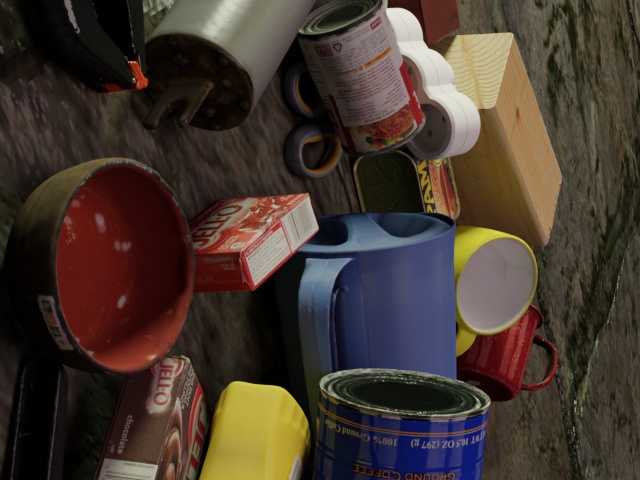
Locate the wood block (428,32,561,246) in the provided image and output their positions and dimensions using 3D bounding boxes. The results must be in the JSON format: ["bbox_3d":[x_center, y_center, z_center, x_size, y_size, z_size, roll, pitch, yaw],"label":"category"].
[{"bbox_3d":[0.157,-0.089,1.004,0.206,0.090,0.090,57,43,-47],"label":"wood block"}]

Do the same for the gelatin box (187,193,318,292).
[{"bbox_3d":[-0.054,0.001,0.667,0.089,0.073,0.030,-43,123,-51],"label":"gelatin box"}]

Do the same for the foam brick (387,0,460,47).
[{"bbox_3d":[0.082,-0.199,0.933,0.078,0.051,0.053,-38,122,-54],"label":"foam brick"}]

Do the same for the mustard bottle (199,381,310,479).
[{"bbox_3d":[-0.050,0.180,0.582,0.096,0.058,0.191,88,12,-49],"label":"mustard bottle"}]

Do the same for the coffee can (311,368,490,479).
[{"bbox_3d":[0.044,0.157,0.640,0.102,0.103,0.140,-7,104,-59],"label":"coffee can"}]

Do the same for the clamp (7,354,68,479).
[{"bbox_3d":[-0.155,0.180,0.514,0.164,0.036,0.210,-38,123,-64],"label":"clamp"}]

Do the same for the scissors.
[{"bbox_3d":[0.021,-0.114,0.859,0.201,0.016,0.096,-44,126,-52],"label":"scissors"}]

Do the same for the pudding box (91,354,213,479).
[{"bbox_3d":[-0.093,0.132,0.595,0.090,0.039,0.113,78,22,-55],"label":"pudding box"}]

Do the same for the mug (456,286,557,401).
[{"bbox_3d":[0.166,0.104,1.006,0.093,0.117,0.081,119,-9,-66],"label":"mug"}]

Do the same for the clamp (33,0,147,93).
[{"bbox_3d":[-0.139,-0.153,0.565,0.120,0.039,0.171,-44,126,-50],"label":"clamp"}]

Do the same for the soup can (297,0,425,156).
[{"bbox_3d":[0.030,-0.123,0.792,0.068,0.069,0.102,-56,132,-45],"label":"soup can"}]

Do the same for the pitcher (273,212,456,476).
[{"bbox_3d":[0.034,0.105,0.763,0.149,0.145,0.243,-11,103,-24],"label":"pitcher"}]

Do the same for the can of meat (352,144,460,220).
[{"bbox_3d":[0.076,-0.041,0.910,0.083,0.058,0.102,-43,125,-55],"label":"can of meat"}]
